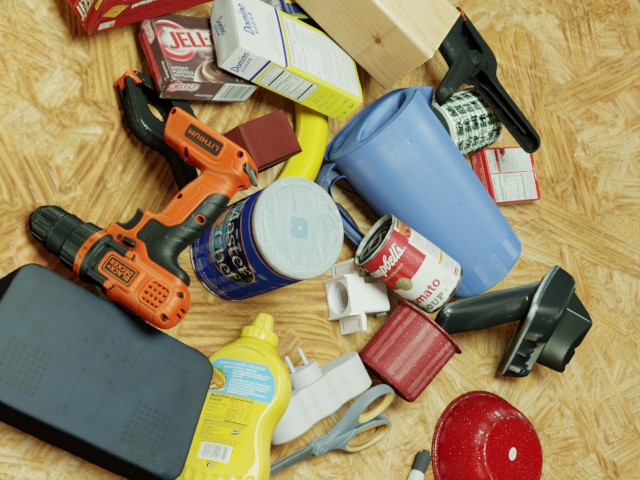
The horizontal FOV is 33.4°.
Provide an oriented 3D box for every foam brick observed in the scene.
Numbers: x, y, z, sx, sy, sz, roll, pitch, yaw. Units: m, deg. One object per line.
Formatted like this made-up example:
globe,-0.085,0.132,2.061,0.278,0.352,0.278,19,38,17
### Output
foam brick,-0.069,-0.098,1.128,0.078,0.053,0.051,-29,94,-48

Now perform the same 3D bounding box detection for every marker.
marker,0.098,0.290,1.199,0.020,0.020,0.121,38,61,-21

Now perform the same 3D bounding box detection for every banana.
banana,-0.027,-0.110,1.208,0.069,0.037,0.198,8,70,-8

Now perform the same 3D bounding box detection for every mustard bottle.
mustard bottle,-0.081,0.162,1.071,0.058,0.096,0.191,62,39,-59

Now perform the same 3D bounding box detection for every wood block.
wood block,0.042,-0.282,1.188,0.206,0.091,0.090,43,54,-14

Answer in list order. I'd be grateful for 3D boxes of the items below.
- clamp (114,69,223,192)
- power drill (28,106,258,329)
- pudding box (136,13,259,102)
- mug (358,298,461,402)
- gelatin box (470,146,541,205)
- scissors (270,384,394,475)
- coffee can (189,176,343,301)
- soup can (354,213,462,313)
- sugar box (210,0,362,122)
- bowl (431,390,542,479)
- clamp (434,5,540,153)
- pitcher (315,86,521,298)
clamp,-0.143,-0.114,1.129,0.171,0.039,0.120,55,39,-8
power drill,-0.163,-0.032,1.017,0.184,0.057,0.187,33,80,15
pudding box,-0.130,-0.194,1.137,0.113,0.039,0.090,-1,61,-41
mug,0.099,0.130,1.198,0.093,0.117,0.081,38,82,24
gelatin box,0.239,-0.083,1.379,0.089,0.030,0.073,-6,83,-34
scissors,0.010,0.200,1.120,0.201,0.016,0.096,-3,124,-46
coffee can,-0.057,0.001,1.093,0.102,0.141,0.103,9,73,-32
soup can,0.097,0.027,1.178,0.102,0.069,0.068,35,61,-15
sugar box,-0.036,-0.201,1.166,0.175,0.048,0.093,18,46,-35
bowl,0.210,0.255,1.260,0.161,0.055,0.162,9,73,-32
clamp,0.190,-0.199,1.283,0.164,0.036,0.210,28,38,-29
pitcher,0.117,-0.044,1.238,0.242,0.149,0.144,50,36,-17
